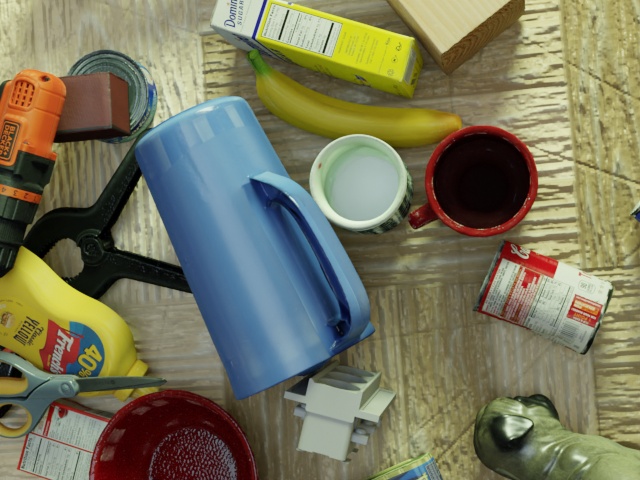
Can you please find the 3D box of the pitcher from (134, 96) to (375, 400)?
[{"bbox_3d":[-0.056,0.001,0.909,0.149,0.145,0.243,-26,88,8],"label":"pitcher"}]

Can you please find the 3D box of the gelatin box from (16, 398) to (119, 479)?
[{"bbox_3d":[-0.233,0.191,1.005,0.089,0.030,0.073,15,92,11],"label":"gelatin box"}]

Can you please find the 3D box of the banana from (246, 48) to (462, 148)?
[{"bbox_3d":[0.025,-0.113,0.950,0.198,0.070,0.037,17,69,2],"label":"banana"}]

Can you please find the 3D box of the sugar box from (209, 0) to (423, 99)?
[{"bbox_3d":[-0.001,-0.174,0.943,0.176,0.093,0.048,16,91,11],"label":"sugar box"}]

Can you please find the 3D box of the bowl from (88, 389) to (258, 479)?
[{"bbox_3d":[-0.125,0.215,0.967,0.162,0.055,0.162,-2,84,15],"label":"bowl"}]

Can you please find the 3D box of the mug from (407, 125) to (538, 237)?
[{"bbox_3d":[0.129,-0.041,0.919,0.117,0.081,0.093,-32,83,8],"label":"mug"}]

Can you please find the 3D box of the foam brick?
[{"bbox_3d":[-0.217,-0.119,0.965,0.078,0.053,0.051,-5,87,9],"label":"foam brick"}]

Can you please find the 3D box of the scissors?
[{"bbox_3d":[-0.232,0.147,0.965,0.202,0.016,0.096,9,114,14],"label":"scissors"}]

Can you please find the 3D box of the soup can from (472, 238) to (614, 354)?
[{"bbox_3d":[0.190,0.048,0.913,0.102,0.068,0.068,23,92,10],"label":"soup can"}]

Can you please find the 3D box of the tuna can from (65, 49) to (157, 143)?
[{"bbox_3d":[-0.198,-0.135,1.007,0.086,0.033,0.086,0,88,10],"label":"tuna can"}]

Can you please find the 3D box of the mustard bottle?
[{"bbox_3d":[-0.231,0.090,0.980,0.191,0.058,0.096,36,120,-6],"label":"mustard bottle"}]

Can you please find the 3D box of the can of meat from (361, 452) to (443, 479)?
[{"bbox_3d":[0.070,0.243,0.935,0.102,0.057,0.084,-26,82,8],"label":"can of meat"}]

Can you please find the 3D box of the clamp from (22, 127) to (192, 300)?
[{"bbox_3d":[-0.200,0.012,1.001,0.210,0.036,0.164,-28,90,12],"label":"clamp"}]

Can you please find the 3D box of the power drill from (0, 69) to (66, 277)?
[{"bbox_3d":[-0.322,-0.072,0.936,0.188,0.057,0.184,16,87,18],"label":"power drill"}]

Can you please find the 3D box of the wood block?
[{"bbox_3d":[0.079,-0.257,0.932,0.091,0.090,0.206,-39,82,7],"label":"wood block"}]
